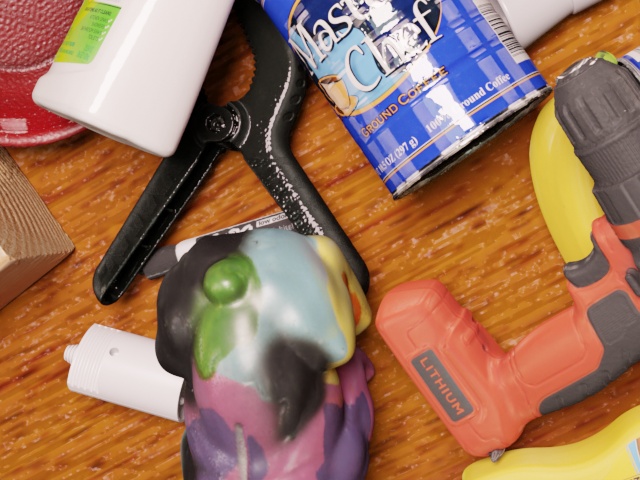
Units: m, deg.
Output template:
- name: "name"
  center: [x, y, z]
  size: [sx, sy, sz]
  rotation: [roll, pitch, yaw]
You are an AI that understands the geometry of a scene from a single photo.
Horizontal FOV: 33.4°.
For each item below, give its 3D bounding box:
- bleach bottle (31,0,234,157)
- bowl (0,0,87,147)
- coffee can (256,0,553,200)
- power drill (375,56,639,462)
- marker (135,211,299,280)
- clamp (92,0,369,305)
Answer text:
- name: "bleach bottle"
  center: [-0.068, -0.173, 0.569]
  size: [0.068, 0.103, 0.251]
  rotation: [24, 89, -32]
- name: "bowl"
  center: [-0.178, -0.138, 0.618]
  size: [0.162, 0.055, 0.162]
  rotation: [-5, 109, -15]
- name: "coffee can"
  center: [0.042, -0.107, 0.571]
  size: [0.103, 0.102, 0.140]
  rotation: [-35, 86, 11]
- name: "power drill"
  center: [0.121, 0.022, 0.543]
  size: [0.188, 0.057, 0.184]
  rotation: [-31, 97, 35]
- name: "marker"
  center: [-0.054, 0.001, 0.639]
  size: [0.121, 0.020, 0.020]
  rotation: [-16, 90, 12]
- name: "clamp"
  center: [-0.063, -0.058, 0.619]
  size: [0.165, 0.036, 0.210]
  rotation: [-8, 84, 13]
